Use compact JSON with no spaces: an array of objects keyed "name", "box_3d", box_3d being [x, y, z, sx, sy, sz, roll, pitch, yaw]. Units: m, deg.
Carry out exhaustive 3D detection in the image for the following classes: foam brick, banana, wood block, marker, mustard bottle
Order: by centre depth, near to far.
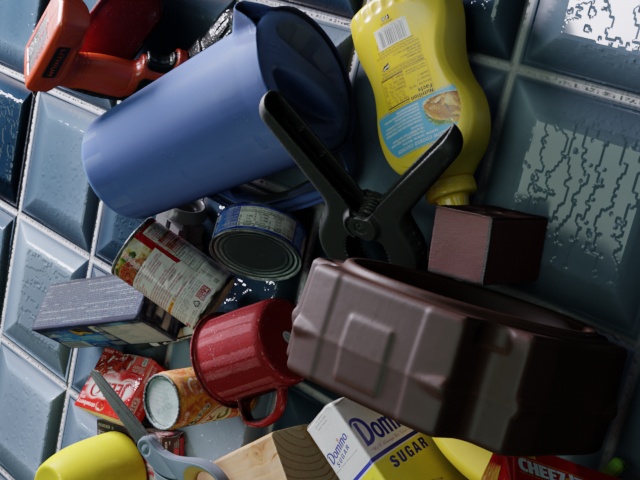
[{"name":"foam brick","box_3d":[0.127,0.002,0.806,0.053,0.078,0.051,14,101,41]},{"name":"banana","box_3d":[0.143,0.166,0.826,0.198,0.037,0.069,19,90,41]},{"name":"mustard bottle","box_3d":[0.087,-0.106,0.853,0.096,0.058,0.191,-22,76,39]},{"name":"wood block","box_3d":[-0.064,0.245,0.990,0.206,0.090,0.091,-33,69,39]},{"name":"marker","box_3d":[-0.157,0.099,1.122,0.121,0.020,0.020,-16,80,43]}]

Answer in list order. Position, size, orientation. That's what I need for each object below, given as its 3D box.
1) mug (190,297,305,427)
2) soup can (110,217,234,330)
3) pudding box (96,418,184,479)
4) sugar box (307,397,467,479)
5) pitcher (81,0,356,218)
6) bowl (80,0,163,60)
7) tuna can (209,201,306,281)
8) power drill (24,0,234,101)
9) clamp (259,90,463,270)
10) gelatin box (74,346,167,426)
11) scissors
[{"name":"mug","box_3d":[-0.057,0.112,0.977,0.082,0.093,0.117,-22,66,37]},{"name":"soup can","box_3d":[-0.142,0.033,1.037,0.102,0.068,0.069,35,119,4]},{"name":"pudding box","box_3d":[-0.194,0.242,1.149,0.114,0.039,0.090,4,95,44]},{"name":"sugar box","box_3d":[0.074,0.200,0.852,0.048,0.093,0.176,-53,58,31]},{"name":"pitcher","box_3d":[-0.093,-0.095,0.961,0.243,0.144,0.149,-20,71,34]},{"name":"bowl","box_3d":[-0.211,-0.213,1.104,0.055,0.162,0.162,36,125,-11]},{"name":"tuna can","box_3d":[-0.056,0.001,0.975,0.086,0.086,0.033,-22,45,42]},{"name":"power drill","box_3d":[-0.172,-0.174,1.013,0.185,0.187,0.057,-45,42,39]},{"name":"clamp","box_3d":[0.046,-0.023,0.844,0.165,0.036,0.210,9,134,30]},{"name":"gelatin box","box_3d":[-0.215,0.158,1.150,0.089,0.030,0.073,7,64,44]},{"name":"scissors","box_3d":[-0.141,0.186,0.970,0.096,0.016,0.202,-38,75,34]}]
